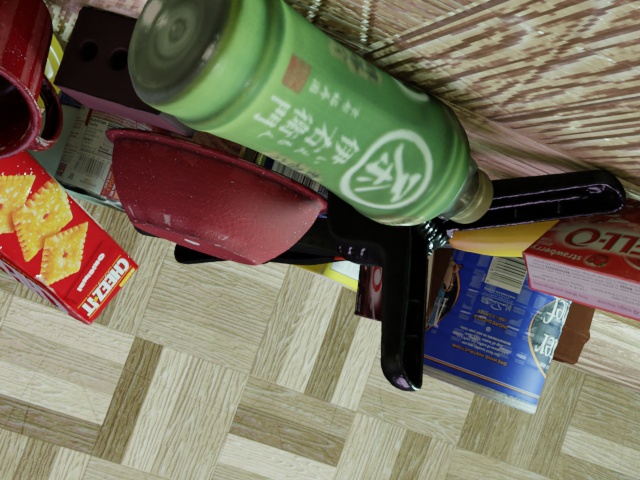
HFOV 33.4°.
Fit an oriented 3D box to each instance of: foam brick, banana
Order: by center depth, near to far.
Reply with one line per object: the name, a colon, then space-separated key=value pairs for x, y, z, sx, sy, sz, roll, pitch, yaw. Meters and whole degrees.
foam brick: x=-0.111 y=-0.102 z=0.646 sx=0.078 sy=0.053 sz=0.051 roll=17 pitch=175 yaw=19
banana: x=0.177 y=0.010 z=0.660 sx=0.198 sy=0.069 sz=0.037 roll=24 pitch=143 yaw=29

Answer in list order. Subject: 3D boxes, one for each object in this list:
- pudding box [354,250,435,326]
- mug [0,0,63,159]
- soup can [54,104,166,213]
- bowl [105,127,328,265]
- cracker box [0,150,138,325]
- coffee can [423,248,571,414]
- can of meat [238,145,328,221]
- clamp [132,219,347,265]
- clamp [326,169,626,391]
pudding box: x=0.061 y=0.010 z=0.861 sx=0.039 sy=0.113 sz=0.090 roll=4 pitch=179 yaw=-14
mug: x=-0.197 y=-0.101 z=0.635 sx=0.093 sy=0.081 sz=0.117 roll=-22 pitch=138 yaw=29
soup can: x=-0.156 y=-0.078 z=0.815 sx=0.068 sy=0.102 sz=0.068 roll=20 pitch=176 yaw=1
bowl: x=-0.076 y=-0.023 z=0.724 sx=0.162 sy=0.055 sz=0.162 roll=18 pitch=173 yaw=2
cracker box: x=-0.250 y=-0.035 z=0.789 sx=0.164 sy=0.072 sz=0.213 roll=31 pitch=165 yaw=25
coffee can: x=0.142 y=0.053 z=0.841 sx=0.103 sy=0.140 sz=0.103 roll=20 pitch=176 yaw=1
can of meat: x=-0.020 y=-0.051 z=0.850 sx=0.084 sy=0.057 sz=0.102 roll=19 pitch=176 yaw=-13
clamp: x=-0.056 y=0.001 z=0.848 sx=0.171 sy=0.039 sz=0.120 roll=7 pitch=173 yaw=3
clamp: x=0.055 y=-0.003 z=0.637 sx=0.210 sy=0.164 sz=0.036 roll=29 pitch=159 yaw=54
